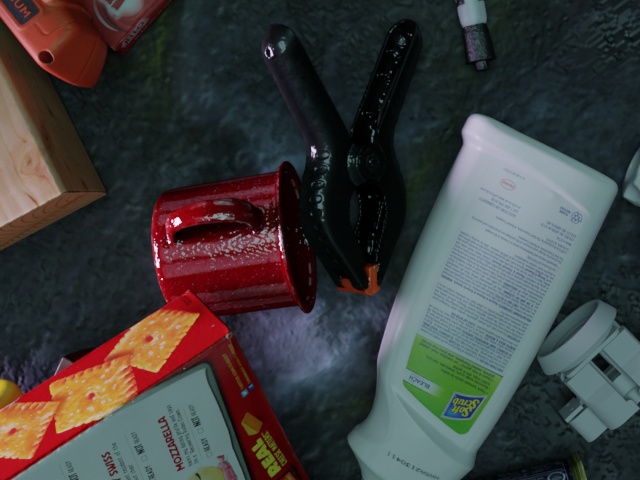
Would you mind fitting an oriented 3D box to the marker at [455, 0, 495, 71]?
[{"bbox_3d":[0.090,-0.165,0.663,0.020,0.020,0.121,-11,91,5],"label":"marker"}]

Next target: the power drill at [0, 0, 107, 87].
[{"bbox_3d":[-0.101,-0.179,0.606,0.188,0.057,0.184,-45,67,10],"label":"power drill"}]

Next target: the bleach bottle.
[{"bbox_3d":[0.079,0.056,0.652,0.102,0.068,0.251,28,96,4],"label":"bleach bottle"}]

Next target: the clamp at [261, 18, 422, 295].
[{"bbox_3d":[0.026,-0.056,0.651,0.120,0.039,0.171,-20,111,-33],"label":"clamp"}]

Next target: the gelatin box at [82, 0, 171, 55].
[{"bbox_3d":[-0.135,-0.175,0.678,0.089,0.030,0.073,44,96,3],"label":"gelatin box"}]

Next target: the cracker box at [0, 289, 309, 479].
[{"bbox_3d":[-0.119,0.155,0.606,0.213,0.072,0.164,-33,122,-14],"label":"cracker box"}]

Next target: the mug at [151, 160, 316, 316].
[{"bbox_3d":[-0.054,0.001,0.637,0.081,0.117,0.093,-8,75,10],"label":"mug"}]

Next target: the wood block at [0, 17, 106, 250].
[{"bbox_3d":[-0.227,-0.101,0.660,0.091,0.090,0.206,-27,90,6],"label":"wood block"}]
